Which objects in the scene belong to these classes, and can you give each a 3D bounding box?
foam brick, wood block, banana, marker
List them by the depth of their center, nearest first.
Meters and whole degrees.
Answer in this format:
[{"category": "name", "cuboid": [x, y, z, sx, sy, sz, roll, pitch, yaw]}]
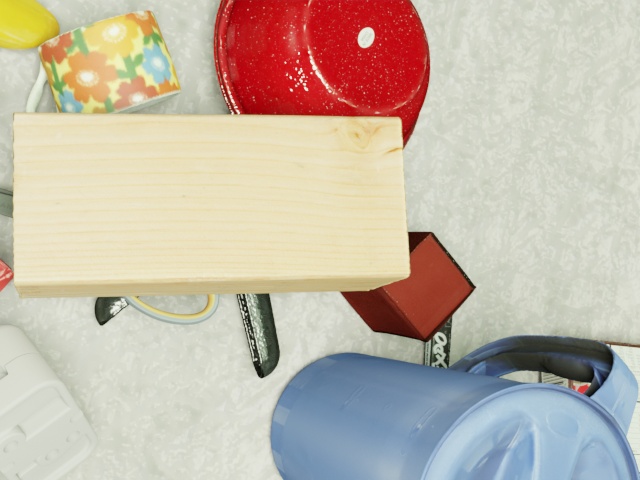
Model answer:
[{"category": "banana", "cuboid": [-0.201, -0.157, 0.560, 0.069, 0.037, 0.197, -60, 147, -24]}, {"category": "wood block", "cuboid": [-0.064, -0.017, 0.597, 0.206, 0.090, 0.091, -1, 82, -13]}, {"category": "foam brick", "cuboid": [0.054, 0.029, 0.706, 0.053, 0.078, 0.051, -46, 107, -17]}, {"category": "marker", "cuboid": [0.082, 0.081, 0.751, 0.020, 0.020, 0.121, 4, 90, -23]}]

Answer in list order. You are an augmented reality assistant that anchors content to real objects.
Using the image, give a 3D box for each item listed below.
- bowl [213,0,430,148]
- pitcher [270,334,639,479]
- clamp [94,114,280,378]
[{"category": "bowl", "cuboid": [0.015, -0.119, 0.679, 0.161, 0.055, 0.162, 5, 79, -31]}, {"category": "pitcher", "cuboid": [0.067, 0.125, 0.625, 0.149, 0.243, 0.145, -1, 92, -23]}, {"category": "clamp", "cuboid": [-0.054, 0.001, 0.680, 0.120, 0.039, 0.171, 30, 81, -19]}]
